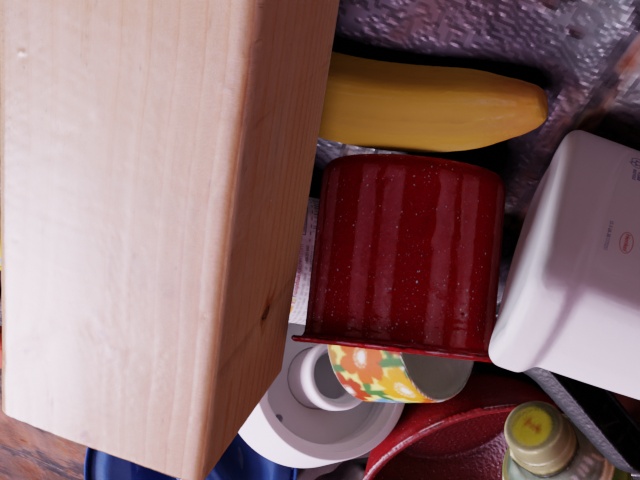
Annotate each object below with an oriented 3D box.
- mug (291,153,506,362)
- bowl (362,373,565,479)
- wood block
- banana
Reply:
[{"bbox_3d":[0.037,0.010,0.481,0.093,0.081,0.117,6,174,0],"label":"mug"},{"bbox_3d":[0.095,0.135,0.684,0.162,0.055,0.162,-8,135,-8],"label":"bowl"},{"bbox_3d":[-0.056,-0.026,0.397,0.090,0.090,0.206,17,120,13],"label":"wood block"},{"bbox_3d":[-0.008,-0.072,0.442,0.198,0.037,0.070,22,155,2],"label":"banana"}]
